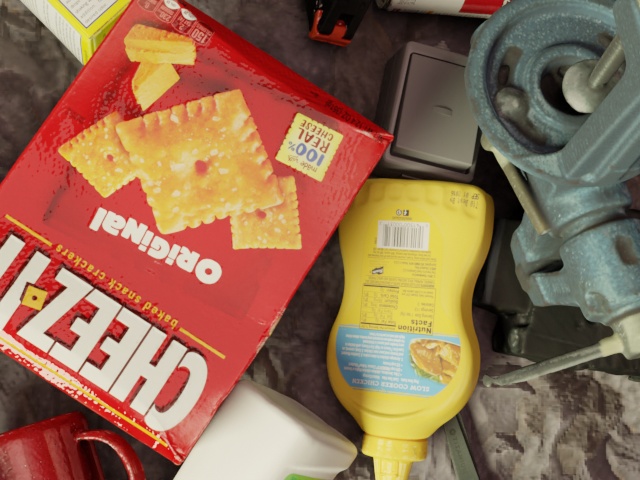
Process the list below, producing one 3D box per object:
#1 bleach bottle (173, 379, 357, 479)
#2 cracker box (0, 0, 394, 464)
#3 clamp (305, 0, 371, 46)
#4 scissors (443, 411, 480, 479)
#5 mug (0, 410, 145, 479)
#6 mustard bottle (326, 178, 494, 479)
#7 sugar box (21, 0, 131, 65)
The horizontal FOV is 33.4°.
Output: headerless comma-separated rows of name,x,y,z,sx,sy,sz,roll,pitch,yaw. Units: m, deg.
bleach bottle,-0.082,0.206,0.632,0.068,0.102,0.251,33,87,28
cracker box,-0.086,-0.011,0.591,0.164,0.072,0.213,33,82,-3
clamp,0.025,-0.211,0.667,0.039,0.120,0.171,3,89,-24
scissors,0.120,0.176,0.700,0.096,0.016,0.202,0,87,-7
mug,-0.155,0.145,0.614,0.117,0.093,0.081,-20,84,19
mustard bottle,0.053,0.060,0.669,0.096,0.058,0.191,4,85,20
sugar box,-0.183,-0.184,0.637,0.048,0.093,0.176,-43,94,-11
